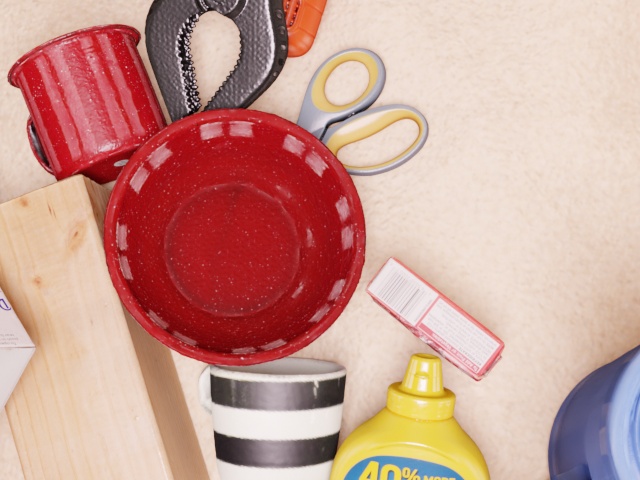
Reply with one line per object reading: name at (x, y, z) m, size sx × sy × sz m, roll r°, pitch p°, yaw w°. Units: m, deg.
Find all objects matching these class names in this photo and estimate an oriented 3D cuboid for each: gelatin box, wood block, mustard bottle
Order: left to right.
wood block at (-0.151, 0.075, 0.685) m, size 0.090 × 0.090 × 0.206 m, roll -20°, pitch 80°, yaw 5°
mustard bottle at (0.052, 0.162, 0.640) m, size 0.096 × 0.058 × 0.192 m, roll 7°, pitch 97°, yaw 9°
gelatin box at (0.072, 0.051, 0.664) m, size 0.089 × 0.073 × 0.030 m, roll 38°, pitch 88°, yaw 11°

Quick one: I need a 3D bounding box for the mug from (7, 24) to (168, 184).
mug at (-0.157, -0.081, 0.715) m, size 0.117 × 0.093 × 0.081 m, roll -26°, pitch 83°, yaw 36°

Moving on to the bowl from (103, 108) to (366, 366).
bowl at (-0.054, 0.001, 0.677) m, size 0.162 × 0.055 × 0.162 m, roll 1°, pitch 79°, yaw -7°

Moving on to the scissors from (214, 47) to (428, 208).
scissors at (-0.029, -0.069, 0.723) m, size 0.202 × 0.016 × 0.096 m, roll -13°, pitch 84°, yaw 6°

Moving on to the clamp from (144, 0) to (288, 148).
clamp at (-0.068, -0.165, 0.676) m, size 0.164 × 0.036 × 0.210 m, roll 23°, pitch 107°, yaw 6°
